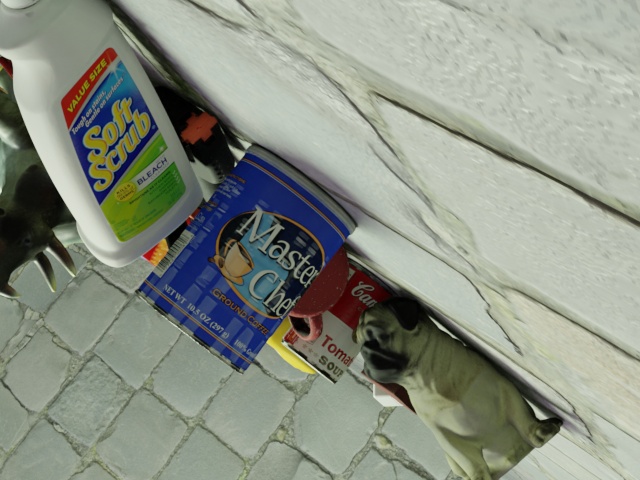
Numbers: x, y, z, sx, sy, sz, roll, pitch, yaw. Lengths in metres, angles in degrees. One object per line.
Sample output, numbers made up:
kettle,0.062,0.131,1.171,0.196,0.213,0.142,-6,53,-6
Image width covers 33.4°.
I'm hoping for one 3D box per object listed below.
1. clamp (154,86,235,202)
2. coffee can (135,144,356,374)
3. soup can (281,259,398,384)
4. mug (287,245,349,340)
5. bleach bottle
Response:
clamp,-0.123,-0.092,0.895,0.164,0.036,0.210,45,170,-4
coffee can,-0.056,0.014,0.801,0.103,0.140,0.103,37,174,4
soup can,0.019,0.076,1.015,0.068,0.102,0.068,38,174,5
mug,-0.024,0.035,0.954,0.082,0.093,0.117,13,118,65
bleach bottle,-0.163,-0.088,0.730,0.068,0.102,0.251,43,165,33
